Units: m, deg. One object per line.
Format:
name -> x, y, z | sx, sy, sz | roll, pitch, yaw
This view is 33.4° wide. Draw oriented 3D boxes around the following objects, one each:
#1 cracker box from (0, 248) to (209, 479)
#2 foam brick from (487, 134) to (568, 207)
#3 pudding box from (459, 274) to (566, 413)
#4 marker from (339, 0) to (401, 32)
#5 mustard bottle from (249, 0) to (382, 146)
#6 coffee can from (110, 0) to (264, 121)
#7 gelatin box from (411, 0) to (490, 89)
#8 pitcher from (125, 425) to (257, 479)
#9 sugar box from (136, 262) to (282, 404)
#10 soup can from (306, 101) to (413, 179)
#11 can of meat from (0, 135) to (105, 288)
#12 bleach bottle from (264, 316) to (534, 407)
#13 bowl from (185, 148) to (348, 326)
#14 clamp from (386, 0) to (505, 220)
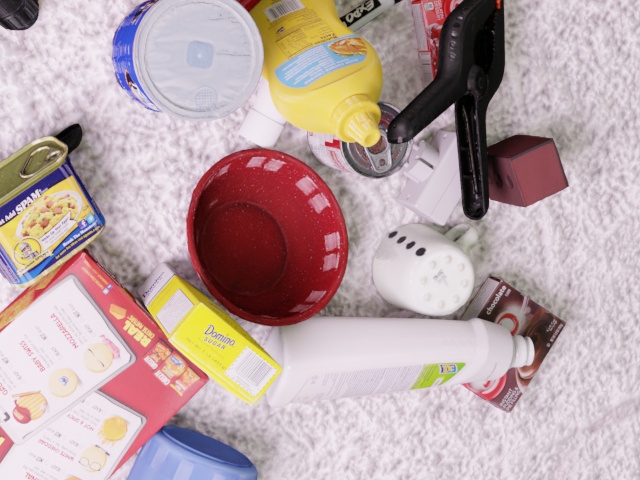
cracker box -> -0.232, 0.133, 0.936 | 0.213, 0.072, 0.164 | -44, 109, -6
foam brick -> 0.195, -0.069, 1.039 | 0.051, 0.078, 0.053 | -25, 104, -12
pudding box -> 0.181, 0.105, 1.084 | 0.090, 0.039, 0.113 | 32, 88, -19
marker -> 0.039, -0.210, 0.994 | 0.121, 0.020, 0.020 | -34, 108, -10
mustard bottle -> -0.002, -0.144, 0.904 | 0.096, 0.192, 0.058 | -25, 142, -12
coffee can -> -0.114, -0.154, 0.888 | 0.102, 0.140, 0.103 | -3, 100, -18
gelatin box -> 0.131, -0.193, 1.021 | 0.073, 0.030, 0.089 | -14, 103, -16
pitcher -> -0.143, 0.300, 0.974 | 0.145, 0.149, 0.243 | 23, 88, -5
sugar box -> -0.099, 0.075, 0.913 | 0.093, 0.176, 0.048 | 42, 87, -21
soup can -> 0.033, -0.094, 0.968 | 0.068, 0.102, 0.068 | -3, 100, -18
can of meat -> -0.238, -0.023, 0.884 | 0.102, 0.058, 0.084 | -38, 128, -19
bleach bottle -> 0.078, 0.111, 1.008 | 0.250, 0.103, 0.068 | 0, 61, -15
bowl -> -0.056, 0.001, 0.963 | 0.161, 0.055, 0.162 | 7, 75, -28
clamp -> 0.134, -0.133, 0.970 | 0.164, 0.036, 0.210 | 46, 58, -45
